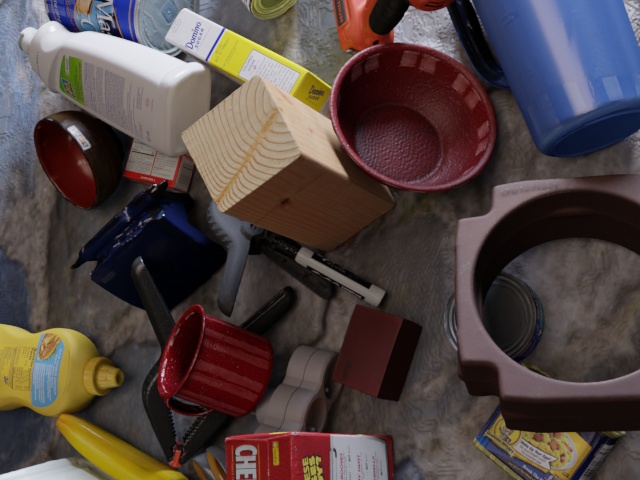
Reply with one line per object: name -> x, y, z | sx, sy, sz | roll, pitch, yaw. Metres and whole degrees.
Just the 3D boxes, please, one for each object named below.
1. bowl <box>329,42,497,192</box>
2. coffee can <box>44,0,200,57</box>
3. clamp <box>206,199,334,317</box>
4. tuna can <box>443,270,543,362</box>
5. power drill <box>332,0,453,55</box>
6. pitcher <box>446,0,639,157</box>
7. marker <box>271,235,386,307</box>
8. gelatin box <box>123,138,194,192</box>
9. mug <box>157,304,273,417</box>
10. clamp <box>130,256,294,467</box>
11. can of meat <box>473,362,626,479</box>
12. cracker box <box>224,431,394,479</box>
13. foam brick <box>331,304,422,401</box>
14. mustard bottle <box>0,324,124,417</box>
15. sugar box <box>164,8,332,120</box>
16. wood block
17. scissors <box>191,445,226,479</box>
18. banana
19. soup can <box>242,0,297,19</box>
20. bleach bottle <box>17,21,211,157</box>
bowl -> 0.081, -0.105, 1.001 | 0.162, 0.055, 0.162 | 5, 64, -11
coffee can -> -0.220, -0.265, 1.184 | 0.140, 0.102, 0.103 | 18, 89, 29
clamp -> -0.057, 0.001, 1.072 | 0.039, 0.120, 0.171 | 122, 142, -47
tuna can -> 0.158, 0.071, 0.966 | 0.086, 0.033, 0.086 | -5, 78, 26
power drill -> 0.063, -0.272, 1.003 | 0.057, 0.188, 0.184 | -3, 74, -18
pitcher -> 0.200, -0.198, 0.953 | 0.145, 0.149, 0.243 | -18, 75, 6
marker -> 0.007, 0.028, 1.034 | 0.121, 0.020, 0.020 | 29, 94, 6
gelatin box -> -0.169, -0.103, 1.169 | 0.073, 0.030, 0.089 | 13, 86, 30
mug -> -0.104, 0.126, 1.015 | 0.117, 0.081, 0.093 | -54, 26, 26
clamp -> -0.134, 0.121, 1.071 | 0.164, 0.036, 0.210 | 19, 96, -8
can of meat -> 0.194, 0.168, 0.917 | 0.102, 0.057, 0.084 | 37, 99, 27
cracker box -> -0.002, 0.248, 0.911 | 0.072, 0.213, 0.164 | -9, 76, 25
foam brick -> 0.053, 0.105, 1.003 | 0.053, 0.051, 0.078 | 18, 89, 29
mustard bottle -> -0.297, 0.144, 1.170 | 0.192, 0.058, 0.096 | 1, 78, 27
sugar box -> -0.067, -0.176, 1.095 | 0.176, 0.093, 0.048 | 34, 94, 27
wood block -> -0.023, -0.063, 0.986 | 0.091, 0.205, 0.090 | -35, 67, 16
scissors -> -0.062, 0.274, 1.021 | 0.016, 0.096, 0.202 | -28, 58, -28
banana -> -0.193, 0.229, 1.099 | 0.198, 0.069, 0.037 | 16, 50, 36
soup can -> -0.070, -0.293, 1.132 | 0.068, 0.068, 0.102 | -40, 66, 15
bleach bottle -> -0.231, -0.180, 1.141 | 0.251, 0.067, 0.103 | 28, 129, 27
